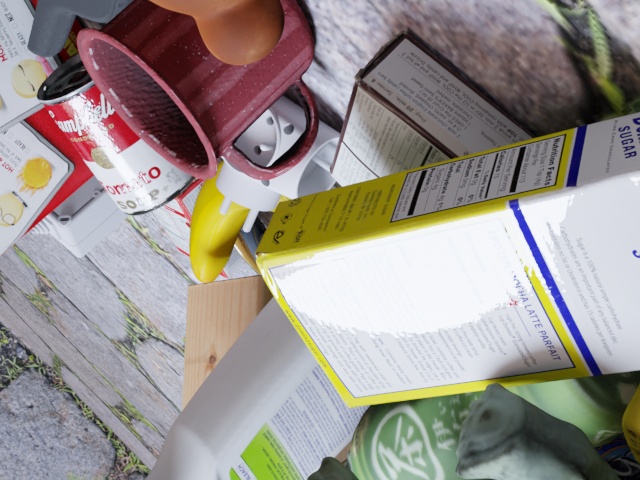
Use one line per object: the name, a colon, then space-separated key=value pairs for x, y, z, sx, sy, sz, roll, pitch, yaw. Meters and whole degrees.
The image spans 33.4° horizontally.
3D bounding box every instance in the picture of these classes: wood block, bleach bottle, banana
wood block: x=-0.033 y=0.132 z=0.697 sx=0.090 sy=0.206 sz=0.091 roll=9 pitch=168 yaw=-37
bleach bottle: x=-0.033 y=0.099 z=0.598 sx=0.068 sy=0.250 sz=0.102 roll=22 pitch=149 yaw=47
banana: x=-0.055 y=-0.018 z=0.693 sx=0.198 sy=0.037 sz=0.069 roll=157 pitch=109 yaw=-65

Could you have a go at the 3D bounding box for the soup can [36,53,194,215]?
soup can: x=-0.136 y=-0.076 z=0.728 sx=0.069 sy=0.068 sz=0.102 roll=18 pitch=146 yaw=51

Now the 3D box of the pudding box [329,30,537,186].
pudding box: x=0.060 y=-0.027 z=0.483 sx=0.113 sy=0.039 sz=0.090 roll=39 pitch=156 yaw=10

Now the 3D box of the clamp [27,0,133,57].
clamp: x=-0.152 y=-0.156 z=0.630 sx=0.172 sy=0.039 sz=0.120 roll=19 pitch=148 yaw=42

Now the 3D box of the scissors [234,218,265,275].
scissors: x=-0.014 y=0.048 z=0.803 sx=0.096 sy=0.016 sz=0.201 roll=16 pitch=145 yaw=53

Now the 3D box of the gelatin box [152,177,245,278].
gelatin box: x=-0.100 y=-0.020 z=0.821 sx=0.073 sy=0.030 sz=0.089 roll=25 pitch=151 yaw=47

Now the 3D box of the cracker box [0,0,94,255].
cracker box: x=-0.250 y=-0.079 z=0.733 sx=0.072 sy=0.213 sz=0.164 roll=20 pitch=148 yaw=50

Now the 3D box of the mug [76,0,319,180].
mug: x=-0.049 y=-0.082 z=0.523 sx=0.117 sy=0.081 sz=0.093 roll=45 pitch=162 yaw=-2

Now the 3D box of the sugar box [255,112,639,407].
sugar box: x=0.071 y=0.012 z=0.415 sx=0.176 sy=0.048 sz=0.093 roll=-13 pitch=125 yaw=28
